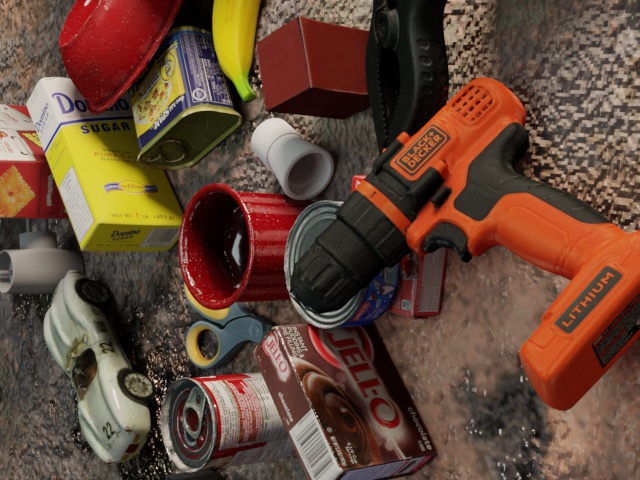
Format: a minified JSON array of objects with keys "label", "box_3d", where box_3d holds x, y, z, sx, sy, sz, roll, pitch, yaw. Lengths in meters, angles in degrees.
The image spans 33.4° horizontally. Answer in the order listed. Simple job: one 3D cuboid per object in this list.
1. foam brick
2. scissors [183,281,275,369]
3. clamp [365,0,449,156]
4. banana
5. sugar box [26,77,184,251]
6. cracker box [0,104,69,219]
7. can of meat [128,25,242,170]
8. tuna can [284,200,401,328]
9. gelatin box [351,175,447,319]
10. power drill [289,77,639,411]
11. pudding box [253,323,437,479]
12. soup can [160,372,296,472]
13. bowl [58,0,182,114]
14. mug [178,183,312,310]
[{"label":"foam brick","box_3d":[0.001,-0.120,0.753,0.051,0.078,0.053,-19,75,45]},{"label":"scissors","box_3d":[-0.056,0.087,0.862,0.202,0.016,0.096,35,117,43]},{"label":"clamp","box_3d":[0.059,-0.141,0.679,0.165,0.036,0.210,-143,49,-66]},{"label":"banana","box_3d":[-0.049,-0.213,0.846,0.070,0.037,0.198,25,109,32]},{"label":"sugar box","box_3d":[-0.194,-0.070,0.962,0.048,0.093,0.176,-48,56,36]},{"label":"cracker box","box_3d":[-0.353,-0.080,1.052,0.164,0.213,0.072,37,118,43]},{"label":"can of meat","box_3d":[-0.119,-0.120,0.906,0.102,0.057,0.084,-34,63,42]},{"label":"tuna can","box_3d":[0.015,0.016,0.722,0.086,0.033,0.086,-1,89,50]},{"label":"gelatin box","box_3d":[0.051,0.004,0.730,0.073,0.030,0.089,13,99,48]},{"label":"power drill","box_3d":[0.091,0.010,0.614,0.184,0.057,0.188,-46,55,-1]},{"label":"pudding box","box_3d":[0.016,0.109,0.723,0.039,0.089,0.113,-47,56,39]},{"label":"soup can","box_3d":[-0.058,0.133,0.797,0.069,0.102,0.068,-1,89,49]},{"label":"bowl","box_3d":[-0.179,-0.192,0.926,0.162,0.055,0.162,-40,33,32]},{"label":"mug","box_3d":[-0.055,0.001,0.812,0.117,0.081,0.093,28,110,45]}]
